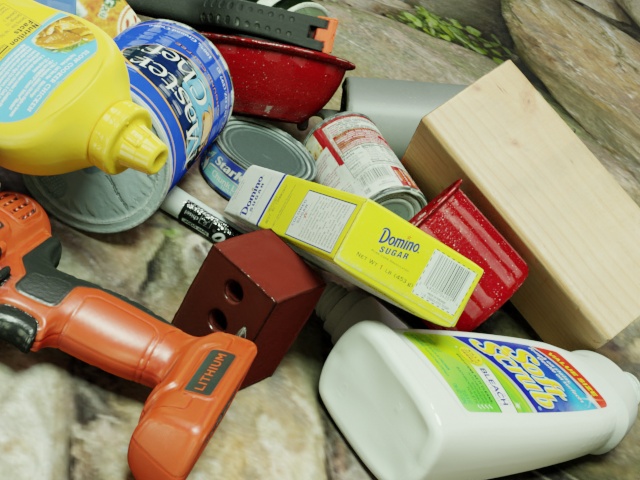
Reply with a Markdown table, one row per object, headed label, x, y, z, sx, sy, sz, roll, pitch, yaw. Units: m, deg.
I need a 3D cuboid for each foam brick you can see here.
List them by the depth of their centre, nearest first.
| label | x | y | z | sx | sy | sz | roll | pitch | yaw |
| --- | --- | --- | --- | --- | --- | --- | --- | --- | --- |
| foam brick | -0.044 | 0.041 | 0.614 | 0.053 | 0.078 | 0.051 | 42 | 30 | 22 |

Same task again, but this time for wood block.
| label | x | y | z | sx | sy | sz | roll | pitch | yaw |
| --- | --- | --- | --- | --- | --- | --- | --- | --- | --- |
| wood block | 0.163 | -0.018 | 0.801 | 0.090 | 0.091 | 0.206 | -35 | 78 | -18 |

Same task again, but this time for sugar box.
| label | x | y | z | sx | sy | sz | roll | pitch | yaw |
| --- | --- | --- | --- | --- | --- | --- | --- | --- | --- |
| sugar box | 0.014 | -0.001 | 0.666 | 0.093 | 0.048 | 0.176 | 31 | -2 | -27 |

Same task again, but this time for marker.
| label | x | y | z | sx | sy | sz | roll | pitch | yaw |
| --- | --- | --- | --- | --- | --- | --- | --- | --- | --- |
| marker | -0.055 | 0.001 | 0.730 | 0.121 | 0.020 | 0.020 | 32 | 29 | 5 |

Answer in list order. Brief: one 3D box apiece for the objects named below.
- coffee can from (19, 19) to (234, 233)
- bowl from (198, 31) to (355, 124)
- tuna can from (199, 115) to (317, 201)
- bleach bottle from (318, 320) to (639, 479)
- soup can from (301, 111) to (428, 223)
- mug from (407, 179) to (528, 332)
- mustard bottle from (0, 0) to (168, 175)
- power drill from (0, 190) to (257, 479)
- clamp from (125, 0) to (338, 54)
| label | x | y | z | sx | sy | sz | roll | pitch | yaw |
| --- | --- | --- | --- | --- | --- | --- | --- | --- | --- |
| coffee can | -0.126 | -0.080 | 0.710 | 0.103 | 0.103 | 0.140 | 28 | 29 | -1 |
| bowl | -0.055 | -0.128 | 0.859 | 0.162 | 0.055 | 0.162 | 9 | 4 | -1 |
| tuna can | -0.048 | -0.057 | 0.813 | 0.086 | 0.034 | 0.086 | 22 | 30 | -13 |
| bleach bottle | 0.123 | 0.099 | 0.687 | 0.250 | 0.068 | 0.103 | 2 | 39 | -43 |
| soup can | 0.034 | -0.044 | 0.829 | 0.068 | 0.069 | 0.102 | 8 | 35 | -33 |
| mug | 0.089 | 0.019 | 0.761 | 0.081 | 0.093 | 0.117 | 48 | -14 | 0 |
| mustard bottle | -0.166 | -0.090 | 0.596 | 0.192 | 0.058 | 0.096 | 30 | 63 | 16 |
| power drill | -0.136 | 0.053 | 0.533 | 0.187 | 0.057 | 0.184 | 30 | 27 | 2 |
| clamp | -0.078 | -0.182 | 0.886 | 0.210 | 0.036 | 0.164 | 13 | 5 | 19 |
